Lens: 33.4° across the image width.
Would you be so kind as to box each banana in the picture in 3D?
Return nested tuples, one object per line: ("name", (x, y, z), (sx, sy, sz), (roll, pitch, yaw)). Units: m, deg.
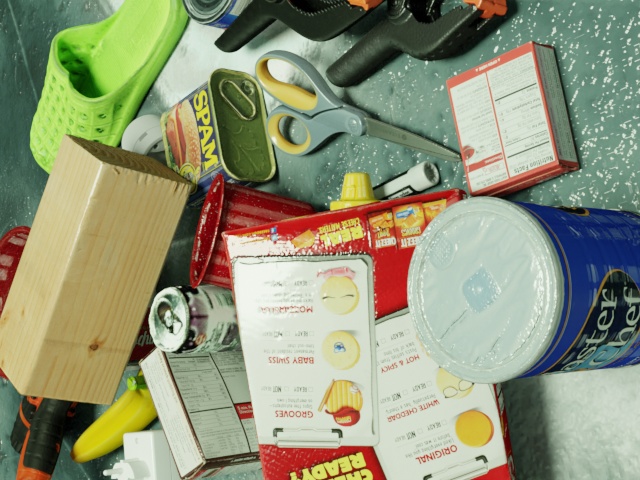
("banana", (-0.181, 0.156, 1.002), (0.198, 0.069, 0.037), (-51, 57, 48))

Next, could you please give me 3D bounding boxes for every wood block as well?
("wood block", (-0.198, 0.026, 0.914), (0.090, 0.090, 0.206), (33, 105, 51))

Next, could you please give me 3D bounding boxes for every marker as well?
("marker", (0.040, -0.031, 0.817), (0.121, 0.020, 0.020), (-24, 71, 43))

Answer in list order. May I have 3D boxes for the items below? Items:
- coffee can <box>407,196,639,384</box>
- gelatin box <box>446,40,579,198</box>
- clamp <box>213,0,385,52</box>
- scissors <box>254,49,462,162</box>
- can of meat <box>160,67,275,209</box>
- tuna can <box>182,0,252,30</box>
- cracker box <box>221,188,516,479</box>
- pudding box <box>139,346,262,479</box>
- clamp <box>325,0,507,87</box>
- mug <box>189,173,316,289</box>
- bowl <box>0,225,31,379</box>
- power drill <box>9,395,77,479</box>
("coffee can", (0.135, 0.029, 0.631), (0.103, 0.140, 0.103), (-2, 87, 46))
("gelatin box", (0.129, -0.079, 0.720), (0.073, 0.030, 0.089), (-21, 74, 42))
("clamp", (-0.036, -0.211, 0.813), (0.210, 0.036, 0.164), (17, 136, 45))
("scissors", (0.021, -0.080, 0.837), (0.202, 0.016, 0.096), (37, 137, 25))
("can of meat", (-0.091, -0.085, 0.928), (0.084, 0.057, 0.102), (-26, 70, 45))
("tuna can", (-0.087, -0.231, 0.944), (0.086, 0.033, 0.086), (-2, 87, 46))
("cracker box", (0.035, 0.083, 0.718), (0.164, 0.072, 0.214), (-10, 89, 14))
("pudding box", (-0.092, 0.140, 0.896), (0.039, 0.089, 0.113), (-45, 59, 34))
("clamp", (0.064, -0.182, 0.785), (0.172, 0.039, 0.120), (-2, 92, 48))
("mug", (-0.056, 0.001, 0.860), (0.117, 0.081, 0.093), (179, 104, -75))
("bowl", (-0.301, 0.067, 1.133), (0.162, 0.055, 0.162), (-10, 77, 47))
("power drill", (-0.288, 0.217, 1.064), (0.185, 0.057, 0.187), (-55, 22, 40))
